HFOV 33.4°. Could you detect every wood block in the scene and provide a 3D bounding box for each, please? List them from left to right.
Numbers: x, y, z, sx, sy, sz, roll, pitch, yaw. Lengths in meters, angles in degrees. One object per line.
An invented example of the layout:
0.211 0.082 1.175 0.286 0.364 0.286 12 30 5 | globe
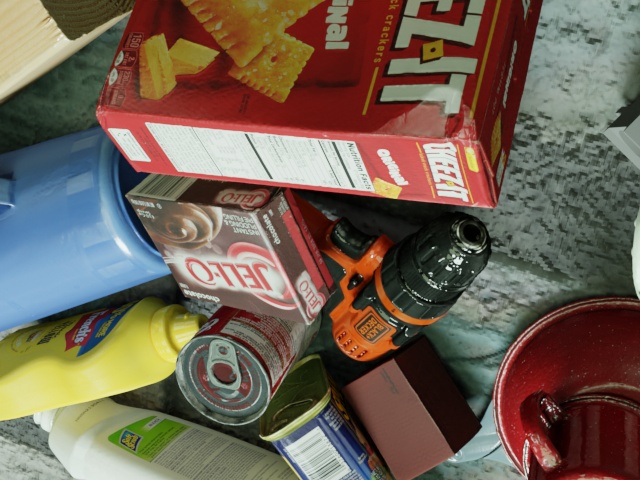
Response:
-0.238 -0.135 0.721 0.206 0.090 0.091 -26 104 31 | wood block

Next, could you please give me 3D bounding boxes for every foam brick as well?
0.063 0.115 0.729 0.053 0.051 0.078 -35 83 33 | foam brick

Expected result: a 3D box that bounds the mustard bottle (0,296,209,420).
-0.162 0.082 0.793 0.192 0.096 0.058 -15 108 29 | mustard bottle

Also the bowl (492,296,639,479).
0.187 0.119 0.672 0.162 0.055 0.162 5 110 14 | bowl

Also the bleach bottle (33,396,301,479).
-0.110 0.176 0.830 0.251 0.102 0.068 22 114 20 | bleach bottle

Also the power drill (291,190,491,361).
0.004 -0.013 0.665 0.187 0.057 0.185 43 149 3 | power drill

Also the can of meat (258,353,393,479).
0.003 0.138 0.749 0.057 0.102 0.084 -35 103 3 | can of meat

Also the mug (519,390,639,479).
0.153 0.138 0.612 0.093 0.081 0.117 -32 97 23 | mug

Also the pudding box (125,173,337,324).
-0.054 0.001 0.656 0.114 0.039 0.090 11 137 41 | pudding box

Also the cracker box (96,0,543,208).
0.003 -0.113 0.581 0.214 0.164 0.072 7 156 21 | cracker box

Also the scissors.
0.100 0.130 0.753 0.202 0.016 0.096 -2 112 24 | scissors

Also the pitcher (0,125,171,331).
-0.217 -0.006 0.748 0.243 0.149 0.145 -15 108 25 | pitcher

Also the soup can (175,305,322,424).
-0.046 0.070 0.733 0.069 0.102 0.068 10 119 18 | soup can
